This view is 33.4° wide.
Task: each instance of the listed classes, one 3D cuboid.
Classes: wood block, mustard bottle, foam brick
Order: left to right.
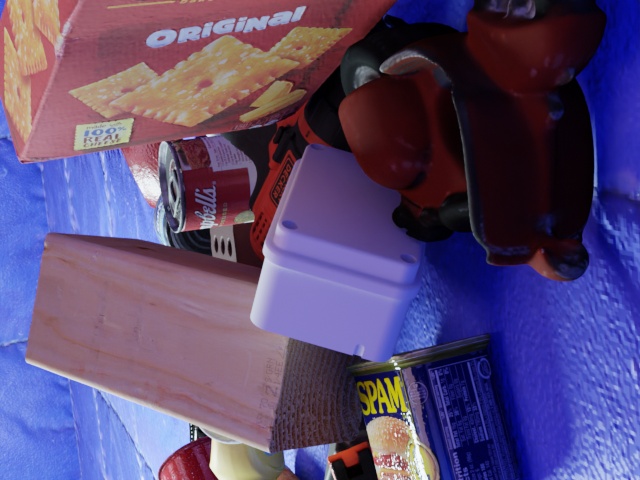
[{"bbox_3d":[-0.077,0.057,0.664,0.206,0.090,0.090,12,94,36],"label":"wood block"},{"bbox_3d":[-0.056,0.129,0.844,0.096,0.058,0.191,4,-93,-79],"label":"mustard bottle"},{"bbox_3d":[-0.056,0.001,0.865,0.078,0.051,0.053,-173,76,-70],"label":"foam brick"}]

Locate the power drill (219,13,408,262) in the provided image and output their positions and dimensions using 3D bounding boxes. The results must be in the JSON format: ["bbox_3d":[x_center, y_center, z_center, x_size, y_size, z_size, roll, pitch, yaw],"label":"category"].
[{"bbox_3d":[-0.029,-0.102,0.663,0.188,0.057,0.185,55,133,30],"label":"power drill"}]

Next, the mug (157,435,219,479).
[{"bbox_3d":[-0.099,0.255,1.057,0.081,0.093,0.117,61,-177,35],"label":"mug"}]

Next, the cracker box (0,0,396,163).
[{"bbox_3d":[-0.051,-0.114,0.488,0.214,0.163,0.072,-38,68,60],"label":"cracker box"}]

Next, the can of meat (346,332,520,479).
[{"bbox_3d":[0.061,0.100,0.577,0.102,0.057,0.084,149,108,-70],"label":"can of meat"}]

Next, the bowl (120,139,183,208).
[{"bbox_3d":[-0.157,-0.084,1.026,0.162,0.055,0.162,157,89,-86],"label":"bowl"}]

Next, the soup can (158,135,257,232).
[{"bbox_3d":[-0.063,-0.046,0.790,0.069,0.102,0.068,172,90,-71],"label":"soup can"}]

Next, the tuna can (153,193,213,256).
[{"bbox_3d":[-0.099,-0.018,0.929,0.034,0.086,0.086,-148,52,-63],"label":"tuna can"}]
